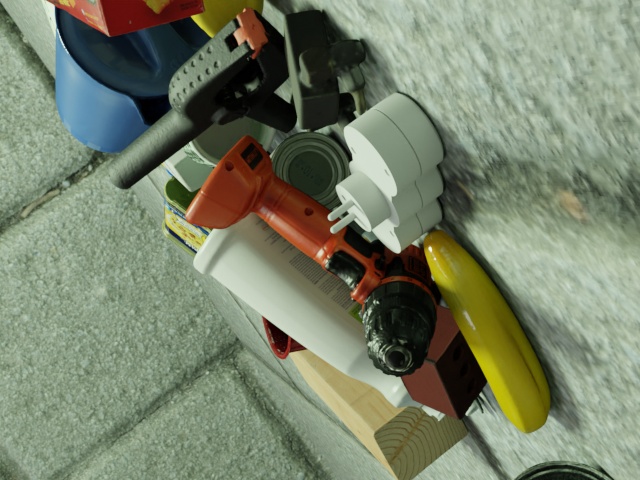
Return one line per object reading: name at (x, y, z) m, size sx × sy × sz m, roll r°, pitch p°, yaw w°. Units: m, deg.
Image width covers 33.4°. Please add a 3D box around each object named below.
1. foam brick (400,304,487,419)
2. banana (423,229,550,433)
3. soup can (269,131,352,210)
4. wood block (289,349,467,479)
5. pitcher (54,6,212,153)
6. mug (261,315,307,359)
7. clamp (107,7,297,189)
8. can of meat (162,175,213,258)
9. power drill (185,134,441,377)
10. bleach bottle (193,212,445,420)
foam brick at (0.096, 0.095, 0.850) m, size 0.051 × 0.053 × 0.078 m, roll 18°, pitch 148°, yaw 39°
banana at (0.123, 0.078, 0.753) m, size 0.070 × 0.037 × 0.197 m, roll 36°, pitch 160°, yaw 53°
soup can at (-0.016, -0.048, 0.874) m, size 0.068 × 0.068 × 0.102 m, roll 54°, pitch 169°, yaw -2°
wood block at (0.054, 0.156, 1.158) m, size 0.206 × 0.090 × 0.090 m, roll 40°, pitch 163°, yaw 53°
pitcher at (-0.169, -0.165, 0.924) m, size 0.145 × 0.149 × 0.243 m, roll 36°, pitch 162°, yaw -9°
mug at (-0.015, 0.077, 1.145) m, size 0.117 × 0.081 × 0.093 m, roll 140°, pitch 119°, yaw -67°
clamp at (-0.063, -0.107, 0.788) m, size 0.036 × 0.164 × 0.210 m, roll 63°, pitch 151°, yaw 10°
can of meat at (-0.119, -0.022, 1.128) m, size 0.102 × 0.057 × 0.084 m, roll 36°, pitch 155°, yaw 13°
power drill at (0.000, 0.010, 0.745) m, size 0.187 × 0.057 × 0.184 m, roll 36°, pitch -165°, yaw -5°
bleach bottle at (0.014, 0.068, 0.932) m, size 0.251 × 0.068 × 0.102 m, roll 41°, pitch -147°, yaw 7°
